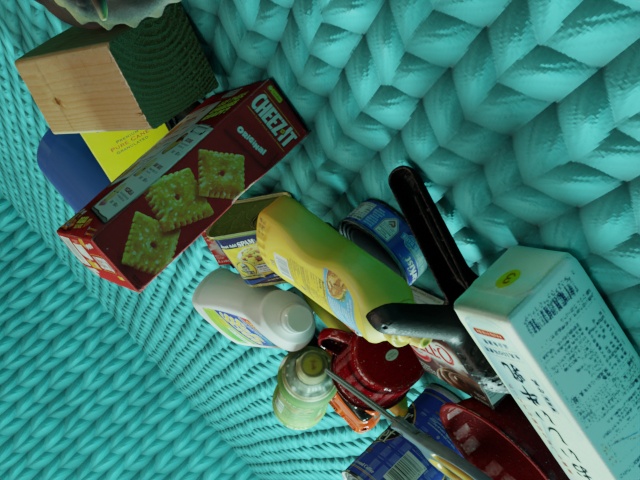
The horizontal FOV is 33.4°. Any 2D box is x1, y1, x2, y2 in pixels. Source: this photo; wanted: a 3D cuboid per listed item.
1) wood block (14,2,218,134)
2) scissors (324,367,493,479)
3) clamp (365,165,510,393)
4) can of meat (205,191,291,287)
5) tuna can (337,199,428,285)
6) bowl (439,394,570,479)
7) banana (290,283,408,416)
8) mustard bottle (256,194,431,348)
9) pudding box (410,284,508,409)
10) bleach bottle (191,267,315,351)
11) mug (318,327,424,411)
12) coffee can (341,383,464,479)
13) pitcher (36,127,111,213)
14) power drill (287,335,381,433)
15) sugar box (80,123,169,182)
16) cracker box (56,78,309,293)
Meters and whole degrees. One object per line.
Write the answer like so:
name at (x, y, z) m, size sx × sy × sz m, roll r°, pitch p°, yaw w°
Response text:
wood block at (-0.206, -0.165, 1.053) m, size 0.207 × 0.090 × 0.091 m, roll 5°, pitch 128°, yaw 51°
scissors at (0.090, 0.199, 1.094) m, size 0.202 × 0.016 × 0.096 m, roll 32°, pitch 164°, yaw 19°
clamp at (0.109, 0.060, 0.820) m, size 0.036 × 0.164 × 0.210 m, roll -28°, pitch 115°, yaw 34°
can of meat at (-0.057, 0.001, 1.145) m, size 0.102 × 0.057 × 0.084 m, roll -9°, pitch 130°, yaw 34°
tuna can at (0.057, 0.005, 0.960) m, size 0.086 × 0.033 × 0.086 m, roll 43°, pitch 162°, yaw 17°
bowl at (0.191, 0.199, 1.022) m, size 0.162 × 0.055 × 0.162 m, roll 43°, pitch 162°, yaw 17°
banana at (0.037, 0.113, 1.198) m, size 0.198 × 0.069 × 0.037 m, roll 49°, pitch 120°, yaw 9°
mustard bottle at (0.025, 0.038, 0.948) m, size 0.192 × 0.058 × 0.096 m, roll 36°, pitch 155°, yaw 35°
pudding box at (0.122, 0.098, 0.997) m, size 0.114 × 0.039 × 0.090 m, roll 22°, pitch 149°, yaw 56°
bleach bottle at (-0.070, 0.080, 1.227) m, size 0.102 × 0.068 × 0.251 m, roll 44°, pitch 165°, yaw -13°
mug at (0.053, 0.121, 1.118) m, size 0.117 × 0.093 × 0.082 m, roll 27°, pitch 157°, yaw -1°
coffee can at (0.108, 0.242, 1.173) m, size 0.103 × 0.140 × 0.103 m, roll 42°, pitch 162°, yaw 17°
pitcher at (-0.288, -0.081, 1.478) m, size 0.243 × 0.149 × 0.145 m, roll 41°, pitch 177°, yaw 32°
power drill at (0.023, 0.163, 1.353) m, size 0.184 × 0.057 × 0.188 m, roll 48°, pitch 165°, yaw 1°
sugar box at (-0.219, -0.127, 1.206) m, size 0.176 × 0.093 × 0.048 m, roll 59°, pitch -174°, yaw -21°
cracker box at (-0.130, -0.050, 0.988) m, size 0.072 × 0.213 × 0.164 m, roll 52°, pitch 163°, yaw -17°
